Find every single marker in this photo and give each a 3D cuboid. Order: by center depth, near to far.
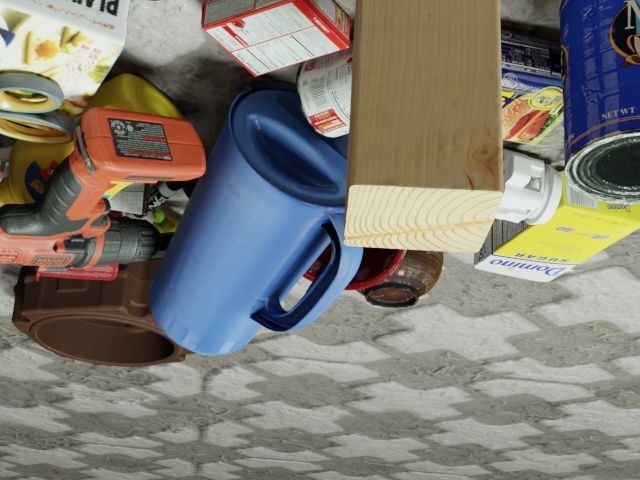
[{"bbox_3d":[-0.164,-0.046,1.081,0.020,0.020,0.121,19,152,-29],"label":"marker"}]

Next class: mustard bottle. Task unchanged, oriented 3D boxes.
[{"bbox_3d":[-0.213,-0.069,0.934,0.192,0.058,0.096,-26,142,21],"label":"mustard bottle"}]

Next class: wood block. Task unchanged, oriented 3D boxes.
[{"bbox_3d":[0.066,-0.105,0.691,0.091,0.206,0.090,3,156,0],"label":"wood block"}]

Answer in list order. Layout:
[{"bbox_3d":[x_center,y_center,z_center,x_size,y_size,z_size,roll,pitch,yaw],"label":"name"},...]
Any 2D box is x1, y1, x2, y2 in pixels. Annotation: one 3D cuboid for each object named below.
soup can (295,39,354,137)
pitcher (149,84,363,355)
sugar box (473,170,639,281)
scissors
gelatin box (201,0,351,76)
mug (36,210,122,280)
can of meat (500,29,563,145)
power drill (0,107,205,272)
[{"bbox_3d":[0.040,-0.123,0.822,0.102,0.068,0.068,-14,150,35],"label":"soup can"},{"bbox_3d":[-0.056,0.001,0.917,0.145,0.149,0.243,27,132,-9],"label":"pitcher"},{"bbox_3d":[0.234,-0.009,1.070,0.093,0.048,0.176,11,153,-16],"label":"sugar box"},{"bbox_3d":[-0.279,-0.111,0.797,0.201,0.016,0.096,13,155,-20],"label":"scissors"},{"bbox_3d":[-0.033,-0.162,0.795,0.089,0.030,0.073,-11,153,30],"label":"gelatin box"},{"bbox_3d":[-0.248,-0.012,1.104,0.081,0.093,0.117,5,120,-14],"label":"mug"},{"bbox_3d":[0.146,-0.119,0.831,0.083,0.057,0.102,8,156,-15],"label":"can of meat"},{"bbox_3d":[-0.176,-0.033,0.886,0.184,0.057,0.188,0,151,-44],"label":"power drill"}]
